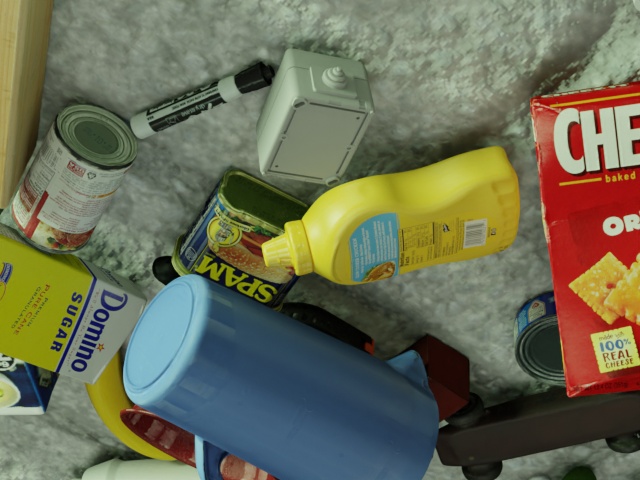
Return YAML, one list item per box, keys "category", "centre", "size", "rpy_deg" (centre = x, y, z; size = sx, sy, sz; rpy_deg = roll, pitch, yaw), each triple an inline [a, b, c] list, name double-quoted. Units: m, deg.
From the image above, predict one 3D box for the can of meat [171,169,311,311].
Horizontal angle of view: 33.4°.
- category: "can of meat"
  centre: [-0.056, 0.001, 0.864]
  size: [0.102, 0.057, 0.084]
  rpy_deg: [26, 125, -16]

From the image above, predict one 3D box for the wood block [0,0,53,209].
- category: "wood block"
  centre: [-0.244, -0.135, 0.747]
  size: [0.090, 0.090, 0.206]
  rpy_deg: [14, 130, -7]

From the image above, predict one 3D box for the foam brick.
- category: "foam brick"
  centre: [0.090, 0.132, 0.960]
  size: [0.051, 0.053, 0.078]
  rpy_deg: [35, 125, -21]

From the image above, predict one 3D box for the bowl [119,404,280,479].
- category: "bowl"
  centre: [-0.099, 0.170, 0.973]
  size: [0.162, 0.055, 0.162]
  rpy_deg: [21, 156, 9]

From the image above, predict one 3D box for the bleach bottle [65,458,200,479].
- category: "bleach bottle"
  centre: [-0.143, 0.267, 1.098]
  size: [0.251, 0.068, 0.102]
  rpy_deg: [-2, 130, 11]

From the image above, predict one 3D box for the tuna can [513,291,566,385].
- category: "tuna can"
  centre: [0.209, 0.083, 0.917]
  size: [0.086, 0.033, 0.086]
  rpy_deg: [3, 131, 4]

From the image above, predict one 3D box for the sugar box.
- category: "sugar box"
  centre: [-0.235, 0.050, 0.873]
  size: [0.176, 0.048, 0.093]
  rpy_deg: [29, 97, -41]

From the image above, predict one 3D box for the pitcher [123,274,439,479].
- category: "pitcher"
  centre: [-0.037, 0.133, 0.856]
  size: [0.242, 0.149, 0.145]
  rpy_deg: [31, 136, -29]

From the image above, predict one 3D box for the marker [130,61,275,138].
- category: "marker"
  centre: [-0.088, -0.105, 0.800]
  size: [0.121, 0.020, 0.020]
  rpy_deg: [-19, 126, 21]

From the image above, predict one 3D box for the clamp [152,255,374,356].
- category: "clamp"
  centre: [-0.058, 0.089, 0.951]
  size: [0.210, 0.036, 0.165]
  rpy_deg: [14, 140, -9]

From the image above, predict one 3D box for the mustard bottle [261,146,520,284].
- category: "mustard bottle"
  centre: [0.051, -0.010, 0.804]
  size: [0.191, 0.058, 0.096]
  rpy_deg: [-14, 144, -6]

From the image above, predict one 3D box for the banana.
- category: "banana"
  centre: [-0.183, 0.154, 1.024]
  size: [0.069, 0.037, 0.197]
  rpy_deg: [-27, 126, 5]

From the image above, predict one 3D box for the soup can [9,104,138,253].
- category: "soup can"
  centre: [-0.192, -0.047, 0.830]
  size: [0.068, 0.068, 0.102]
  rpy_deg: [26, 128, -16]
